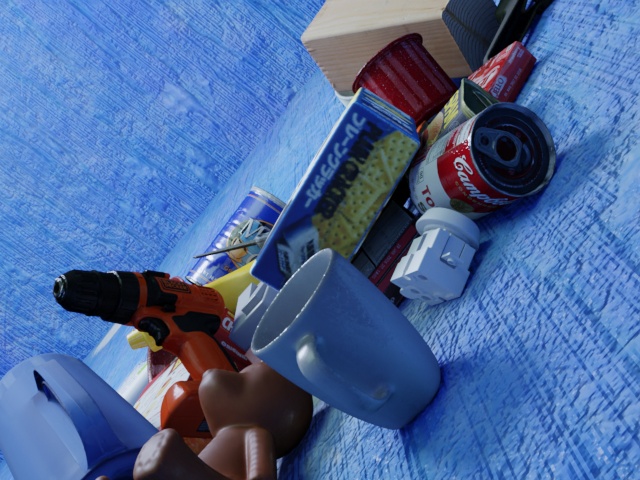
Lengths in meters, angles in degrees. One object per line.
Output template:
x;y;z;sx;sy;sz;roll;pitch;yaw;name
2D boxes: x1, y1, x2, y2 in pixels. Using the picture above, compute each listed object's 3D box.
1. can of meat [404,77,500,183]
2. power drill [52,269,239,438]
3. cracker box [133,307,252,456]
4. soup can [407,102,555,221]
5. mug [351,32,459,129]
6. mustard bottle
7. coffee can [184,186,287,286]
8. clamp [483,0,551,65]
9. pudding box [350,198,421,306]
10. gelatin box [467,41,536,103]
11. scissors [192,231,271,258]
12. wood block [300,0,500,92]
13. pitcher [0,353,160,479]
0.116;-0.079;0.898;0.084;0.057;0.102;-51;9;23;can of meat
-0.142;0.097;0.986;0.057;0.184;0.188;-58;45;24;power drill
-0.148;0.191;1.091;0.164;0.072;0.213;-44;12;32;cracker box
0.114;-0.052;0.778;0.068;0.068;0.102;-56;10;-23;soup can
0.100;-0.157;1.127;0.093;0.081;0.117;-46;-17;30;mug
-0.125;0.075;1.191;0.191;0.058;0.096;-24;-4;-3;mustard bottle
-0.083;0.020;1.302;0.140;0.102;0.103;-54;10;-8;coffee can
0.225;-0.260;1.090;0.165;0.036;0.210;-48;11;25;clamp
0.056;0.016;0.888;0.090;0.039;0.113;-51;12;6;pudding box
0.155;-0.137;0.998;0.073;0.030;0.089;-57;11;-26;gelatin box
-0.058;0.001;1.202;0.202;0.016;0.096;-17;11;8;scissors
0.092;-0.238;1.222;0.207;0.090;0.090;1;50;43;wood block
-0.206;0.180;0.919;0.243;0.144;0.149;29;96;53;pitcher
